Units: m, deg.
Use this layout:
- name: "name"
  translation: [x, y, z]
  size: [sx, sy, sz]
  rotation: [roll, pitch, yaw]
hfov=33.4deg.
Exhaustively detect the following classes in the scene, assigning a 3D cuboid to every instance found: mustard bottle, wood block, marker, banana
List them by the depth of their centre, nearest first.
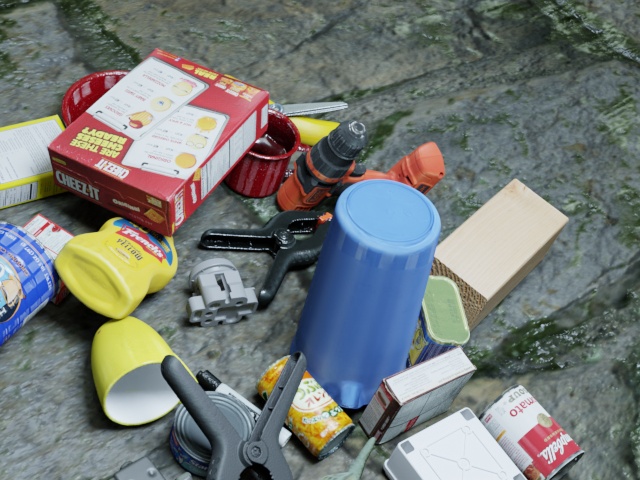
- name: "marker"
  translation: [-0.084, 0.177, 1.136]
  size: [0.121, 0.020, 0.020]
  rotation: [35, 47, 13]
- name: "mustard bottle"
  translation: [-0.209, 0.019, 1.174]
  size: [0.096, 0.058, 0.191]
  rotation: [39, 20, 3]
- name: "wood block"
  translation: [0.210, 0.021, 1.334]
  size: [0.091, 0.090, 0.205]
  rotation: [39, 48, 15]
- name: "banana"
  translation: [-0.051, -0.169, 1.449]
  size: [0.198, 0.037, 0.069]
  rotation: [21, 31, -2]

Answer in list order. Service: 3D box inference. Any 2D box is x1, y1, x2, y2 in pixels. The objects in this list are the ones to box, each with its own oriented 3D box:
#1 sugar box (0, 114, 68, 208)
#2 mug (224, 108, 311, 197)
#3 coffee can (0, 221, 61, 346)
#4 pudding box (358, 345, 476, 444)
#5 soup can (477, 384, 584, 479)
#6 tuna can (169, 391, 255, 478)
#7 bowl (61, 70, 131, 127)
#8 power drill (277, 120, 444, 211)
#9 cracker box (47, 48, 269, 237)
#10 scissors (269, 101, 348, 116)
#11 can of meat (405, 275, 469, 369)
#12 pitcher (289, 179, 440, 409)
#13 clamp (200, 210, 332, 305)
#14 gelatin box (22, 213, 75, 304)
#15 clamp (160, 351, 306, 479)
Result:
- name: "sugar box"
  translation: [-0.373, -0.085, 1.249]
  size: [0.175, 0.048, 0.093]
  rotation: [-19, 59, -28]
- name: "mug"
  translation: [-0.068, -0.107, 1.353]
  size: [0.117, 0.082, 0.093]
  rotation: [6, 48, -15]
- name: "coffee can"
  translation: [-0.349, 0.061, 1.086]
  size: [0.103, 0.103, 0.140]
  rotation: [32, 47, 9]
- name: "pudding box"
  translation: [0.106, 0.168, 1.164]
  size: [0.113, 0.090, 0.039]
  rotation: [-21, 60, -33]
- name: "soup can"
  translation: [0.231, 0.218, 1.181]
  size: [0.068, 0.069, 0.102]
  rotation: [-24, 60, -35]
- name: "tuna can"
  translation: [-0.111, 0.200, 1.096]
  size: [0.086, 0.034, 0.086]
  rotation: [10, 47, -11]
- name: "bowl"
  translation: [-0.244, -0.140, 1.336]
  size: [0.162, 0.055, 0.162]
  rotation: [10, 47, -11]
- name: "power drill"
  translation: [0.059, -0.089, 1.327]
  size: [0.187, 0.185, 0.057]
  rotation: [0, 64, -31]
- name: "cracker box"
  translation: [-0.182, -0.118, 1.236]
  size: [0.164, 0.072, 0.213]
  rotation: [23, 51, 17]
- name: "scissors"
  translation: [-0.073, -0.186, 1.414]
  size: [0.201, 0.016, 0.096]
  rotation: [-20, 76, -9]
- name: "can of meat"
  translation: [0.128, 0.103, 1.235]
  size: [0.057, 0.084, 0.102]
  rotation: [4, 49, -17]
- name: "pitcher"
  translation: [0.049, 0.048, 1.146]
  size: [0.144, 0.243, 0.149]
  rotation: [-26, 56, -34]
- name: "clamp"
  translation: [-0.058, 0.002, 1.291]
  size: [0.120, 0.039, 0.171]
  rotation: [43, 46, 12]
- name: "gelatin box"
  translation: [-0.305, 0.020, 1.190]
  size: [0.089, 0.030, 0.073]
  rotation: [31, 48, 9]
- name: "clamp"
  translation: [-0.065, 0.205, 1.057]
  size: [0.164, 0.036, 0.210]
  rotation: [-6, 77, -36]
